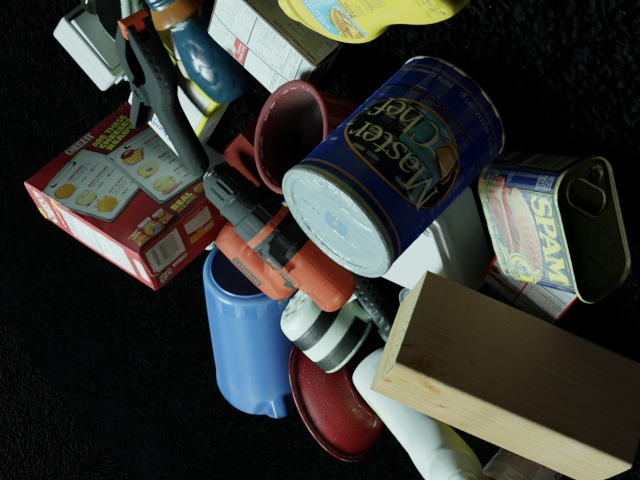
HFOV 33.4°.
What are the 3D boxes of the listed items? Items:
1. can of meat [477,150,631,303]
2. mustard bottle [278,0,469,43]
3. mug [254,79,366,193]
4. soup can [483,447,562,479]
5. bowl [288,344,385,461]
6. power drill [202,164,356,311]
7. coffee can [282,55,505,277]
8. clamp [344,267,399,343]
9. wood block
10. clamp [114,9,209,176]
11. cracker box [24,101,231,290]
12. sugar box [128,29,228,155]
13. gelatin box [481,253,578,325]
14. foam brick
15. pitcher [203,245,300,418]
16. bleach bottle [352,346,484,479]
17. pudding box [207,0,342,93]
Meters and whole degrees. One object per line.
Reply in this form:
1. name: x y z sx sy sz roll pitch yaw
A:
1. can of meat: 0.167 -0.013 0.771 0.084 0.057 0.102 16 129 55
2. mustard bottle: 0.022 -0.186 0.743 0.096 0.058 0.192 52 156 -19
3. mug: 0.009 -0.070 0.878 0.093 0.081 0.117 -43 55 37
4. soup can: 0.203 0.247 1.104 0.068 0.102 0.068 37 156 19
5. bowl: 0.035 0.176 1.264 0.055 0.162 0.162 -29 108 28
6. power drill: -0.057 0.001 1.093 0.184 0.057 0.188 45 169 -7
7. coffee can: 0.055 -0.056 0.798 0.103 0.140 0.103 37 156 19
8. clamp: 0.083 0.097 1.090 0.210 0.036 0.164 53 -177 -6
9. wood block: 0.158 0.117 0.891 0.206 0.090 0.090 23 156 -1
10. clamp: -0.154 -0.139 1.025 0.120 0.039 0.171 37 155 24
11. cracker box: -0.204 -0.054 1.216 0.214 0.164 0.072 28 150 35
12. sugar box: -0.142 -0.154 1.097 0.093 0.048 0.176 48 160 -2
13. gelatin box: 0.178 0.028 0.873 0.073 0.030 0.089 39 156 12
14. foam brick: -0.055 -0.092 1.040 0.051 0.053 0.078 47 157 -5
15. pitcher: -0.080 0.094 1.321 0.149 0.144 0.243 23 147 20
16. bleach bottle: 0.109 0.199 1.113 0.102 0.068 0.251 49 -179 -19
17. pudding box: -0.040 -0.172 0.902 0.113 0.039 0.090 42 157 3
